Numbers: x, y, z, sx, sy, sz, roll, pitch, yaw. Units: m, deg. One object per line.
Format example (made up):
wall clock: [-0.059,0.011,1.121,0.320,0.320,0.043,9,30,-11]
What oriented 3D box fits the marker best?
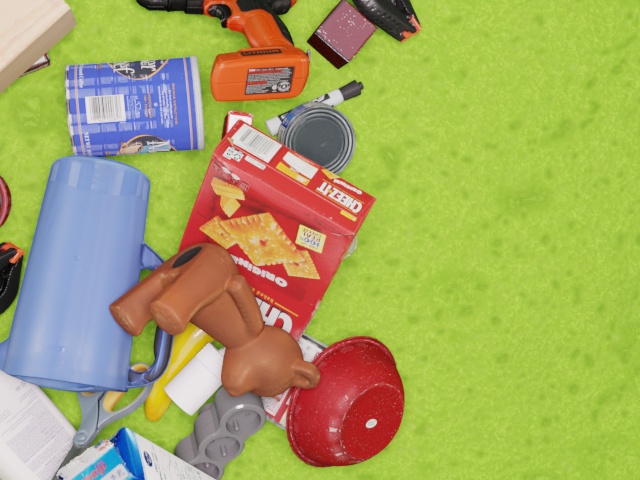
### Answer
marker: [-0.005,-0.154,1.227,0.121,0.020,0.020,-26,95,-6]

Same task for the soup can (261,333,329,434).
soup can: [-0.021,0.163,1.212,0.068,0.068,0.102,30,88,-8]

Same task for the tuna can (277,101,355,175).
tuna can: [-0.005,-0.113,1.210,0.086,0.034,0.086,-5,109,-14]

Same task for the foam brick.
foam brick: [0.023,-0.231,1.199,0.051,0.078,0.053,40,89,-8]

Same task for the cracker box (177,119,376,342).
cracker box: [-0.057,0.001,1.121,0.164,0.214,0.072,30,46,3]

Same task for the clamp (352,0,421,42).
clamp: [0.036,-0.305,1.182,0.036,0.164,0.210,-26,107,36]

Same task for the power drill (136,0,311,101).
power drill: [-0.098,-0.229,1.140,0.184,0.057,0.188,-7,50,-15]

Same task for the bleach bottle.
bleach bottle: [-0.297,0.255,1.170,0.251,0.068,0.102,53,54,-8]

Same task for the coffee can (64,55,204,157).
coffee can: [-0.200,-0.144,1.159,0.140,0.103,0.103,-5,93,-7]

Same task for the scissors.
scissors: [-0.265,0.201,1.158,0.096,0.016,0.201,29,61,31]

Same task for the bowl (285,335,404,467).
bowl: [0.041,0.190,1.188,0.161,0.055,0.162,-15,117,-33]

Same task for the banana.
banana: [-0.134,0.121,1.211,0.197,0.037,0.069,-38,96,-5]

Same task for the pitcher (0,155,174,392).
pitcher: [-0.242,0.040,1.136,0.145,0.149,0.243,0,76,36]

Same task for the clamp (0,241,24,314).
clamp: [-0.385,0.073,1.147,0.039,0.120,0.171,23,84,27]

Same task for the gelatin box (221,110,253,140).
gelatin box: [-0.097,-0.097,1.189,0.030,0.073,0.089,6,91,-8]

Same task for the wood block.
wood block: [-0.360,-0.196,1.101,0.206,0.091,0.090,-43,97,-5]
